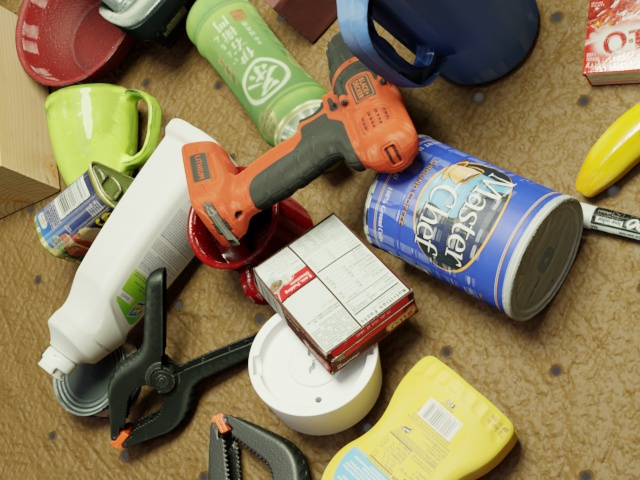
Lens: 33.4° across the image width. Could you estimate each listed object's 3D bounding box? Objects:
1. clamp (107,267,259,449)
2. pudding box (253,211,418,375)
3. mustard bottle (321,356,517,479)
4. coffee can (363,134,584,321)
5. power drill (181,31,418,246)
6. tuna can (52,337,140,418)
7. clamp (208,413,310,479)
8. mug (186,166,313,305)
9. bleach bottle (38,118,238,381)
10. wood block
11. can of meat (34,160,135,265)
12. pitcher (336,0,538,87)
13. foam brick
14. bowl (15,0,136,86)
[{"bbox_3d":[-0.130,0.121,0.966,0.120,0.039,0.171,27,105,2],"label":"clamp"},{"bbox_3d":[0.011,0.041,0.872,0.090,0.039,0.114,-35,56,-12],"label":"pudding box"},{"bbox_3d":[0.056,0.188,0.821,0.096,0.058,0.191,40,84,26],"label":"mustard bottle"},{"bbox_3d":[0.120,-0.012,0.842,0.140,0.102,0.103,28,89,32],"label":"coffee can"},{"bbox_3d":[-0.021,-0.088,0.872,0.188,0.057,0.184,-29,36,10],"label":"power drill"},{"bbox_3d":[-0.213,0.127,1.024,0.086,0.033,0.086,-9,71,26],"label":"tuna can"},{"bbox_3d":[-0.043,0.241,0.893,0.164,0.036,0.210,-43,62,7],"label":"clamp"},{"bbox_3d":[-0.056,0.001,0.947,0.093,0.081,0.117,-20,66,22],"label":"mug"},{"bbox_3d":[-0.171,0.016,0.971,0.068,0.102,0.250,31,80,32],"label":"bleach bottle"},{"bbox_3d":[-0.353,-0.142,1.150,0.090,0.090,0.206,-22,66,23],"label":"wood block"},{"bbox_3d":[-0.212,-0.020,1.030,0.084,0.102,0.057,-37,60,17],"label":"can of meat"},{"bbox_3d":[0.084,-0.204,0.837,0.149,0.242,0.145,-40,60,13],"label":"pitcher"},{"bbox_3d":[-0.023,-0.233,1.003,0.051,0.078,0.053,-49,56,8],"label":"foam brick"},{"bbox_3d":[-0.247,-0.231,1.138,0.162,0.055,0.162,-9,71,26],"label":"bowl"}]
